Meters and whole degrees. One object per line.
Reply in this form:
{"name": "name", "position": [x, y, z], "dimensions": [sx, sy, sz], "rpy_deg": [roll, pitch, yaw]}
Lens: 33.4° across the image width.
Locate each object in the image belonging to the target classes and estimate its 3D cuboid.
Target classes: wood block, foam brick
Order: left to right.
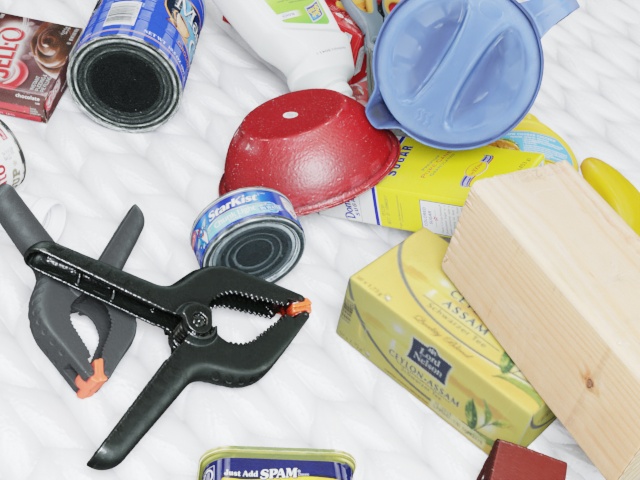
{"name": "foam brick", "position": [0.126, 0.180, 0.699], "dimensions": [0.051, 0.053, 0.078], "rpy_deg": [19, 42, 6]}
{"name": "wood block", "position": [0.182, 0.050, 0.725], "dimensions": [0.090, 0.091, 0.206], "rpy_deg": [-14, 50, -27]}

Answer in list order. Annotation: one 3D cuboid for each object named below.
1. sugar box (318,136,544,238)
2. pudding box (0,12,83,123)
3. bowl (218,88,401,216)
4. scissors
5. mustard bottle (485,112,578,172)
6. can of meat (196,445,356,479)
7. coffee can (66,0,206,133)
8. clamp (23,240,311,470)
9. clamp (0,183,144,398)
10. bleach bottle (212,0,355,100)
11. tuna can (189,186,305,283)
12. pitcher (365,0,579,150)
{"name": "sugar box", "position": [0.090, -0.047, 0.898], "dimensions": [0.176, 0.048, 0.093], "rpy_deg": [13, 37, 31]}
{"name": "pudding box", "position": [-0.277, -0.160, 0.979], "dimensions": [0.090, 0.039, 0.113], "rpy_deg": [12, 42, -1]}
{"name": "bowl", "position": [-0.016, -0.084, 0.902], "dimensions": [0.162, 0.055, 0.162], "rpy_deg": [-13, 31, 7]}
{"name": "scissors", "position": [0.067, -0.186, 1.018], "dimensions": [0.096, 0.016, 0.202], "rpy_deg": [6, 51, -28]}
{"name": "mustard bottle", "position": [0.186, -0.058, 0.968], "dimensions": [0.096, 0.058, 0.191], "rpy_deg": [6, 42, -1]}
{"name": "can of meat", "position": [-0.026, 0.179, 0.661], "dimensions": [0.102, 0.057, 0.084], "rpy_deg": [4, 45, -9]}
{"name": "coffee can", "position": [-0.166, -0.181, 0.981], "dimensions": [0.102, 0.103, 0.140], "rpy_deg": [10, 42, -4]}
{"name": "clamp", "position": [-0.101, 0.057, 0.759], "dimensions": [0.209, 0.036, 0.164], "rpy_deg": [-15, 70, -38]}
{"name": "clamp", "position": [-0.168, 0.032, 0.783], "dimensions": [0.120, 0.039, 0.171], "rpy_deg": [-4, 62, -34]}
{"name": "bleach bottle", "position": [-0.049, -0.221, 1.007], "dimensions": [0.102, 0.068, 0.251], "rpy_deg": [-21, 70, -29]}
{"name": "tuna can", "position": [-0.055, 0.001, 0.824], "dimensions": [0.086, 0.086, 0.034], "rpy_deg": [-7, 48, -21]}
{"name": "pitcher", "position": [0.135, -0.157, 0.939], "dimensions": [0.149, 0.145, 0.242], "rpy_deg": [13, 10, 8]}
